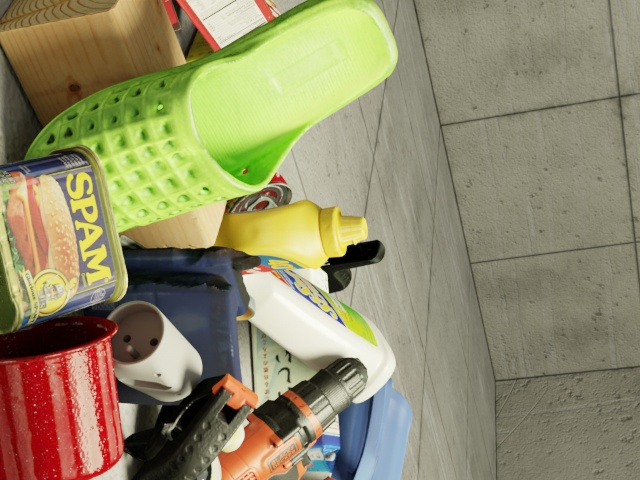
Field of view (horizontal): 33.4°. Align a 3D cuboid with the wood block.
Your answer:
[{"bbox_3d":[-0.145,-0.094,0.792,0.090,0.091,0.206,-81,158,-49],"label":"wood block"}]

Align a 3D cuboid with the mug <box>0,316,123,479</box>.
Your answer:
[{"bbox_3d":[-0.163,0.094,0.641,0.117,0.093,0.081,-136,-141,-77],"label":"mug"}]

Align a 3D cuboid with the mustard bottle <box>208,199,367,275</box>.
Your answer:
[{"bbox_3d":[-0.056,0.002,0.884,0.096,0.192,0.058,31,53,-72],"label":"mustard bottle"}]

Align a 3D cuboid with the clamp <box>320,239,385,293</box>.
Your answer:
[{"bbox_3d":[0.000,0.023,1.232,0.210,0.165,0.036,73,36,-66],"label":"clamp"}]

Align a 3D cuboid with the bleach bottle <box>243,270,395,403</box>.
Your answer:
[{"bbox_3d":[-0.038,0.061,1.027,0.250,0.068,0.103,37,13,-35],"label":"bleach bottle"}]

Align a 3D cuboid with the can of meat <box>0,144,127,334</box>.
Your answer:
[{"bbox_3d":[-0.173,-0.001,0.646,0.083,0.058,0.102,-20,103,-50],"label":"can of meat"}]

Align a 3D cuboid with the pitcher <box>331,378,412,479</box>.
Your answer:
[{"bbox_3d":[0.031,0.275,1.207,0.149,0.145,0.242,59,28,-33],"label":"pitcher"}]

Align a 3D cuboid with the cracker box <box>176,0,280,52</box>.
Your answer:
[{"bbox_3d":[-0.108,-0.259,0.961,0.164,0.072,0.213,63,6,26],"label":"cracker box"}]

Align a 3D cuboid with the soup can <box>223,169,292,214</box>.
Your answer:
[{"bbox_3d":[-0.080,-0.067,1.008,0.102,0.068,0.068,57,3,26],"label":"soup can"}]

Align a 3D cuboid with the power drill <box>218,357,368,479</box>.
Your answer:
[{"bbox_3d":[-0.016,0.217,1.031,0.057,0.184,0.187,36,-27,42],"label":"power drill"}]

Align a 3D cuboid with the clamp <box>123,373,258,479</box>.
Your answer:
[{"bbox_3d":[-0.103,0.142,0.744,0.039,0.172,0.120,37,23,-22],"label":"clamp"}]
